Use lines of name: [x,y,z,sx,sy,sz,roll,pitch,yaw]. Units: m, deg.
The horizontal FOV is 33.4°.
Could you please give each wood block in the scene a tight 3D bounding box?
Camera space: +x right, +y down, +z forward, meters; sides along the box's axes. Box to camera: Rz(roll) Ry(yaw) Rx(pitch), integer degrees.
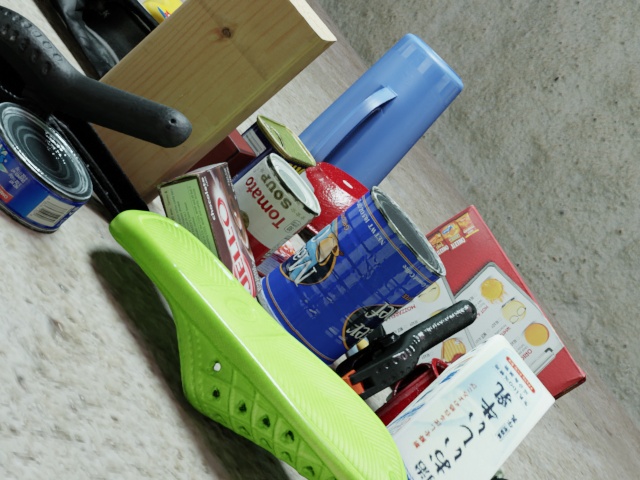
wood block: [-0.098,-0.123,0.836,0.091,0.206,0.090,50,13,-2]

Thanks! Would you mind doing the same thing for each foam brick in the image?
foam brick: [-0.107,-0.073,0.958,0.051,0.078,0.053,52,11,9]

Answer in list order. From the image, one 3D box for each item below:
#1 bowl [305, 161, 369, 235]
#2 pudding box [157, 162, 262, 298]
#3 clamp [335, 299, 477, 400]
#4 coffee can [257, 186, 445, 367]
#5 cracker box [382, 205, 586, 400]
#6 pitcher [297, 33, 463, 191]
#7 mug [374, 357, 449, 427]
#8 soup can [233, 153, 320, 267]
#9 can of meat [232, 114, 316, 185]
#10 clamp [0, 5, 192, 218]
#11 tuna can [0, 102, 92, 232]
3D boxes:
bowl: [0.020,-0.046,1.287,0.162,0.055,0.162,33,16,-11]
pudding box: [-0.084,0.000,0.829,0.090,0.039,0.113,-51,124,-78]
clamp: [0.074,0.101,0.985,0.039,0.120,0.171,60,29,-7]
coffee can: [0.027,0.034,0.964,0.102,0.140,0.103,47,13,-15]
cracker box: [0.151,0.097,1.120,0.214,0.164,0.072,59,9,19]
pitcher: [0.073,-0.160,1.442,0.144,0.243,0.149,38,11,-31]
mug: [0.098,0.161,0.980,0.093,0.081,0.117,41,16,-36]
soup can: [-0.058,-0.017,0.904,0.068,0.102,0.068,47,13,-15]
can of meat: [-0.064,-0.077,1.100,0.057,0.084,0.102,54,13,14]
clamp: [-0.179,-0.101,0.731,0.210,0.036,0.165,43,-30,-7]
tuna can: [-0.190,-0.048,0.698,0.086,0.034,0.086,47,13,-15]
